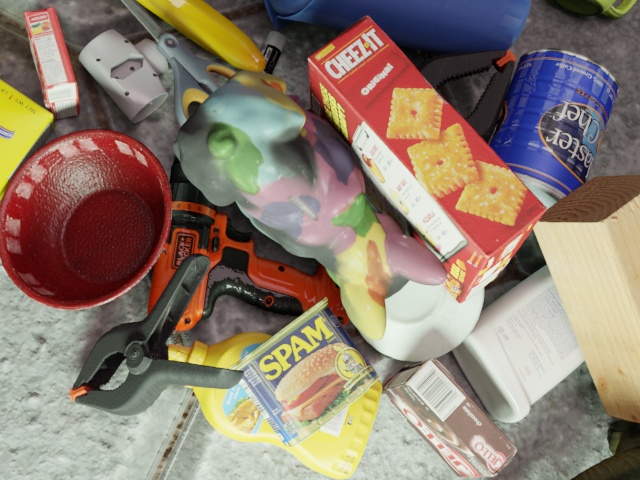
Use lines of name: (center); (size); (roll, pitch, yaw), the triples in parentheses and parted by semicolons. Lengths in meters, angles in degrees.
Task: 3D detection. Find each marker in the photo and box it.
marker: (-0.062, -0.144, 1.018); (0.020, 0.020, 0.121); (23, 74, -6)

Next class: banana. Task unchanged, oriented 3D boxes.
banana: (-0.135, -0.218, 0.996); (0.197, 0.069, 0.037); (34, 104, -10)

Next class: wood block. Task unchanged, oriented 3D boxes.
wood block: (0.280, 0.053, 0.947); (0.090, 0.090, 0.206); (-31, 106, -25)

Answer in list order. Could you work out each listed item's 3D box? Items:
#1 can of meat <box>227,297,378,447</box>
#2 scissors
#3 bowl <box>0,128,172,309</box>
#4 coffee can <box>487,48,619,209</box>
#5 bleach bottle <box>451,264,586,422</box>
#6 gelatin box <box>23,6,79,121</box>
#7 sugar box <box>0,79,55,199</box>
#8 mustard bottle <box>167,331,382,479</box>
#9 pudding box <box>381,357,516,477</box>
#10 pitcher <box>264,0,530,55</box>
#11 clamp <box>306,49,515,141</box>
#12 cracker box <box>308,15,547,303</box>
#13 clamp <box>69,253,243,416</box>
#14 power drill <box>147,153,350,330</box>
can of meat: (-0.013, 0.111, 0.895); (0.102, 0.057, 0.084); (-35, 87, -20)
scissors: (-0.140, -0.160, 0.964); (0.201, 0.016, 0.096); (35, 54, -12)
bowl: (-0.196, -0.013, 0.927); (0.162, 0.055, 0.162); (-4, 72, 13)
coffee can: (0.216, -0.097, 1.023); (0.102, 0.103, 0.140); (25, 74, -6)
bleach bottle: (0.247, 0.064, 1.018); (0.250, 0.068, 0.102); (-31, 90, -19)
gelatin box: (-0.238, -0.155, 0.947); (0.030, 0.089, 0.073); (-15, 82, -13)
sugar box: (-0.322, -0.061, 0.933); (0.093, 0.048, 0.176); (33, 73, -3)
mustard bottle: (-0.048, 0.134, 0.942); (0.191, 0.058, 0.096); (22, 75, -7)
pudding box: (0.112, 0.160, 0.954); (0.039, 0.090, 0.113); (-40, 88, -18)
pitcher: (0.079, -0.249, 0.974); (0.242, 0.149, 0.145); (9, 82, -34)
clamp: (0.102, -0.100, 1.007); (0.210, 0.036, 0.164); (-31, 90, 6)
cracker box: (0.082, -0.063, 0.894); (0.072, 0.164, 0.214); (-38, 77, -10)
clamp: (-0.137, 0.103, 0.889); (0.172, 0.039, 0.120); (-41, 52, 20)
power drill: (-0.056, 0.001, 0.972); (0.187, 0.057, 0.184); (9, 77, -8)
